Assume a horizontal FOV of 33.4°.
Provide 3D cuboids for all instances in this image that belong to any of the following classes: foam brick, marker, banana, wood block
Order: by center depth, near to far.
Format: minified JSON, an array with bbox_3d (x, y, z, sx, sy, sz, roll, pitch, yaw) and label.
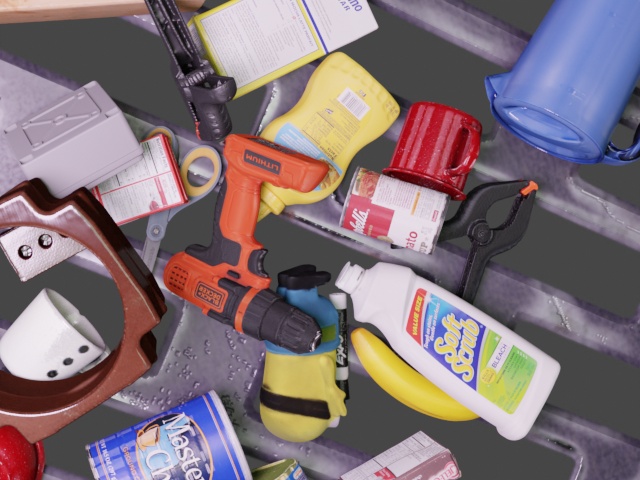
[{"bbox_3d":[-0.221,-0.265,1.033,0.206,0.090,0.091,-7,95,-12],"label":"wood block"},{"bbox_3d":[-0.273,-0.001,1.059,0.078,0.051,0.053,-31,101,-10],"label":"foam brick"},{"bbox_3d":[0.021,0.118,1.154,0.020,0.020,0.121,-3,94,-13],"label":"marker"},{"bbox_3d":[0.117,0.156,1.173,0.197,0.037,0.069,19,67,-16],"label":"banana"}]

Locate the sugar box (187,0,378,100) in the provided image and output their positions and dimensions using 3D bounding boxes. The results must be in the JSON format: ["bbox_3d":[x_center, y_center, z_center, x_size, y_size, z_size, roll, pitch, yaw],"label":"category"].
[{"bbox_3d":[-0.038,-0.222,1.104,0.176,0.048,0.093,-28,99,-14],"label":"sugar box"}]

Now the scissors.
[{"bbox_3d":[-0.150,-0.017,1.103,0.096,0.016,0.202,0,93,-8],"label":"scissors"}]

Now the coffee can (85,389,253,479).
[{"bbox_3d":[-0.152,0.225,1.077,0.140,0.103,0.103,-22,99,-11],"label":"coffee can"}]

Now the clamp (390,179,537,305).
[{"bbox_3d":[0.162,-0.012,1.169,0.120,0.039,0.171,39,87,-18],"label":"clamp"}]

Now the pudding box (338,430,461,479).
[{"bbox_3d":[0.083,0.253,1.142,0.113,0.090,0.039,-26,98,-10],"label":"pudding box"}]

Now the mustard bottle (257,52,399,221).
[{"bbox_3d":[-0.011,-0.096,1.111,0.096,0.058,0.191,42,84,-15],"label":"mustard bottle"}]

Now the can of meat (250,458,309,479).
[{"bbox_3d":[-0.047,0.281,1.111,0.102,0.057,0.084,-25,99,32],"label":"can of meat"}]

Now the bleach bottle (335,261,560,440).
[{"bbox_3d":[0.125,0.106,1.134,0.250,0.068,0.102,31,80,-5],"label":"bleach bottle"}]

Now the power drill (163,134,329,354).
[{"bbox_3d":[-0.057,0.001,1.051,0.185,0.057,0.188,24,102,22],"label":"power drill"}]

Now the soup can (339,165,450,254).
[{"bbox_3d":[0.078,-0.031,1.117,0.102,0.068,0.068,18,90,5],"label":"soup can"}]

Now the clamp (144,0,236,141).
[{"bbox_3d":[-0.123,-0.163,1.018,0.036,0.210,0.164,-29,76,-10],"label":"clamp"}]

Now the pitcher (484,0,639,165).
[{"bbox_3d":[0.303,-0.207,1.145,0.149,0.145,0.243,37,81,-45],"label":"pitcher"}]

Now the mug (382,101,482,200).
[{"bbox_3d":[0.127,-0.095,1.118,0.093,0.117,0.081,22,84,-25],"label":"mug"}]

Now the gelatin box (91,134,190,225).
[{"bbox_3d":[-0.185,-0.059,1.073,0.089,0.030,0.073,-18,92,4],"label":"gelatin box"}]
